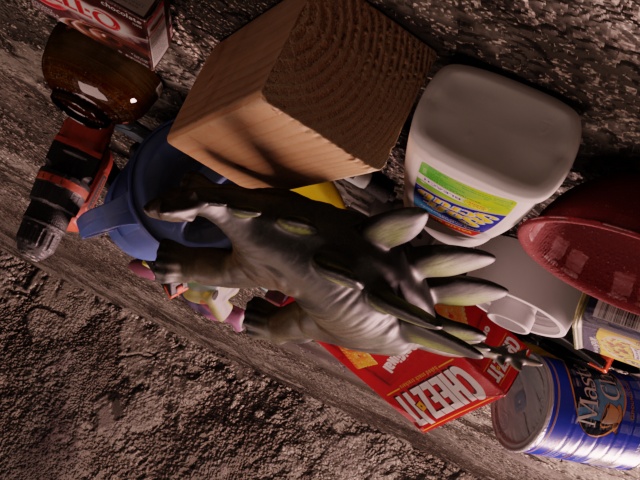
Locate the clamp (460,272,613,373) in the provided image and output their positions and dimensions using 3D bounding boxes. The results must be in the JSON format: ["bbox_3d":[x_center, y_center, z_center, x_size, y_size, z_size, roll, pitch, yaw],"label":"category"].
[{"bbox_3d":[0.207,0.078,1.057,0.172,0.039,0.120,20,168,29],"label":"clamp"}]

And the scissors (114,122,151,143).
[{"bbox_3d":[-0.210,-0.117,1.167,0.096,0.016,0.201,6,155,50],"label":"scissors"}]

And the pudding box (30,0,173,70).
[{"bbox_3d":[-0.166,-0.181,0.788,0.113,0.039,0.090,27,167,2],"label":"pudding box"}]

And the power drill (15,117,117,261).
[{"bbox_3d":[-0.259,-0.057,1.102,0.057,0.184,0.188,26,169,-10],"label":"power drill"}]

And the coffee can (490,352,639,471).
[{"bbox_3d":[0.263,0.178,1.107,0.140,0.103,0.103,14,172,-21],"label":"coffee can"}]

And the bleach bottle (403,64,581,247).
[{"bbox_3d":[0.109,-0.039,0.751,0.102,0.068,0.251,25,169,9],"label":"bleach bottle"}]

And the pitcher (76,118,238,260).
[{"bbox_3d":[-0.159,-0.037,1.079,0.149,0.145,0.243,27,166,-16],"label":"pitcher"}]

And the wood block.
[{"bbox_3d":[-0.022,-0.095,0.726,0.090,0.090,0.206,31,166,-20],"label":"wood block"}]

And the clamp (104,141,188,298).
[{"bbox_3d":[-0.207,-0.029,1.276,0.165,0.036,0.210,-6,111,62],"label":"clamp"}]

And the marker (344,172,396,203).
[{"bbox_3d":[0.014,-0.067,0.918,0.121,0.020,0.020,30,167,-14],"label":"marker"}]

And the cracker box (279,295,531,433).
[{"bbox_3d":[0.079,0.091,1.087,0.213,0.072,0.164,41,147,-4],"label":"cracker box"}]
